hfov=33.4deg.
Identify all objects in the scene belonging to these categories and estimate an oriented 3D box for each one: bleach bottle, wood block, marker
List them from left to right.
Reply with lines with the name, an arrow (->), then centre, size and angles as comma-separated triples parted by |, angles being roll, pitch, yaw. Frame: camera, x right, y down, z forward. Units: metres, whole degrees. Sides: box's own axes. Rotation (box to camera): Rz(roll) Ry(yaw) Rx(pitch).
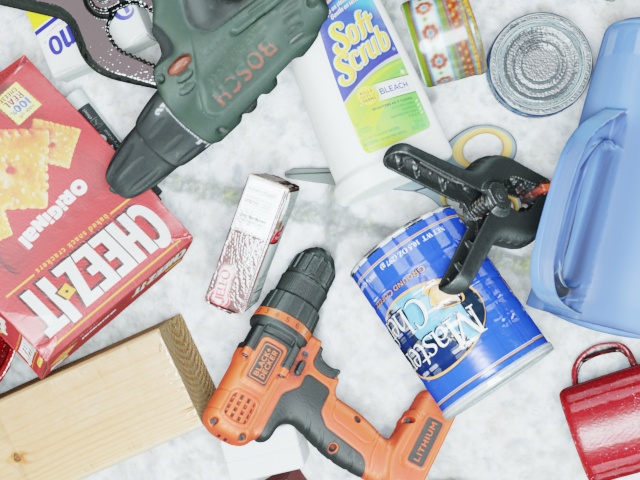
wood block -> -0.201, 0.149, 0.915 | 0.206, 0.090, 0.091 | -24, 92, 7
marker -> -0.179, -0.080, 0.932 | 0.020, 0.020, 0.121 | -39, 89, 7
bleach bottle -> 0.012, -0.161, 0.869 | 0.102, 0.068, 0.251 | -22, 84, -22

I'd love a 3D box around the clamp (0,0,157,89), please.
clamp -> -0.186, -0.193, 0.868 | 0.164, 0.036, 0.210 | -37, 97, 0

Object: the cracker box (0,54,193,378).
cracker box -> -0.237, -0.022, 0.881 | 0.214, 0.072, 0.164 | 47, 65, 2

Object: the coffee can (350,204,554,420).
coffee can -> 0.104, 0.057, 0.855 | 0.103, 0.102, 0.140 | -35, 76, 7

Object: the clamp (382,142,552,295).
clamp -> 0.120, -0.035, 0.831 | 0.039, 0.171, 0.120 | -26, 88, 43

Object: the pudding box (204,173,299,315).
pudding box -> -0.056, 0.001, 0.889 | 0.039, 0.090, 0.113 | 22, 95, 2

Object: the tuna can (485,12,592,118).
tuna can -> 0.180, -0.144, 0.882 | 0.086, 0.033, 0.086 | 0, 94, 6

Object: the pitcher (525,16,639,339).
pitcher -> 0.245, -0.046, 0.830 | 0.145, 0.149, 0.243 | 12, 92, 5

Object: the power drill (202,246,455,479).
power drill -> 0.019, 0.118, 0.889 | 0.187, 0.057, 0.184 | 30, 69, -2

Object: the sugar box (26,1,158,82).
sugar box -> -0.216, -0.234, 0.912 | 0.093, 0.048, 0.176 | -23, 90, 7

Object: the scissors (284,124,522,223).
scissors -> 0.079, -0.069, 0.907 | 0.202, 0.016, 0.096 | 18, 94, 4
